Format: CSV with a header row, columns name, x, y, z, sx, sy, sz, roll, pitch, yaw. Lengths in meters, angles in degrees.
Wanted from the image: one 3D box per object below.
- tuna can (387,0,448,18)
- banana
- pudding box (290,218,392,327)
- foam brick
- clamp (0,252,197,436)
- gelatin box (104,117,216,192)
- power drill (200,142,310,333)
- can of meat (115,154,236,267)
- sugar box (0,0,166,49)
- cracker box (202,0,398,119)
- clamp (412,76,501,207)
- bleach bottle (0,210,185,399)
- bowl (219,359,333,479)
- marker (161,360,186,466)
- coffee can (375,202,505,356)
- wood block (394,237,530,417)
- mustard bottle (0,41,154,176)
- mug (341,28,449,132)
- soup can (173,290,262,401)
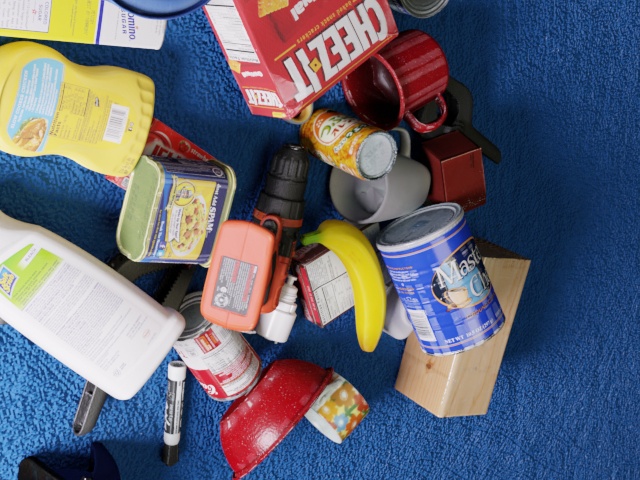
name,x,y,z,sx,sy,sz,roll,pitch,yaw
tuna can,0.104,-0.283,1.141,0.085,0.034,0.086,-16,118,-34
banana,0.037,0.040,1.171,0.069,0.037,0.197,-38,129,-10
pudding box,0.024,0.032,1.209,0.113,0.039,0.090,-31,125,-24
foam brick,0.152,-0.076,1.215,0.053,0.051,0.078,-20,124,-14
clamp,-0.200,0.081,1.045,0.209,0.036,0.164,-34,121,-24
gelatin box,-0.152,-0.069,1.027,0.089,0.030,0.073,35,86,-43
power drill,-0.057,0.001,1.051,0.187,0.057,0.184,-47,150,-75
can of meat,-0.136,-0.028,0.998,0.083,0.058,0.102,3,109,-42
sugar box,-0.224,-0.189,0.875,0.175,0.093,0.048,1,108,-39
cracker box,-0.030,-0.248,1.008,0.164,0.072,0.213,-41,124,-24
clamp,0.157,-0.130,1.247,0.120,0.039,0.171,-30,129,-27
bleach bottle,-0.244,0.034,0.951,0.250,0.068,0.102,43,72,-25
bowl,-0.059,0.181,1.158,0.055,0.162,0.162,43,77,-3
marker,-0.157,0.187,1.141,0.020,0.020,0.121,-8,113,-37
coffee can,0.134,0.043,1.185,0.102,0.103,0.140,-32,108,-25
wood block,0.175,0.105,1.327,0.090,0.091,0.206,3,107,-39
mustard bottle,-0.239,-0.118,0.916,0.191,0.058,0.096,11,100,-42
mug,0.089,-0.165,1.131,0.081,0.117,0.093,-31,165,-31
soup can,-0.112,0.110,1.111,0.068,0.069,0.102,-43,129,-17
